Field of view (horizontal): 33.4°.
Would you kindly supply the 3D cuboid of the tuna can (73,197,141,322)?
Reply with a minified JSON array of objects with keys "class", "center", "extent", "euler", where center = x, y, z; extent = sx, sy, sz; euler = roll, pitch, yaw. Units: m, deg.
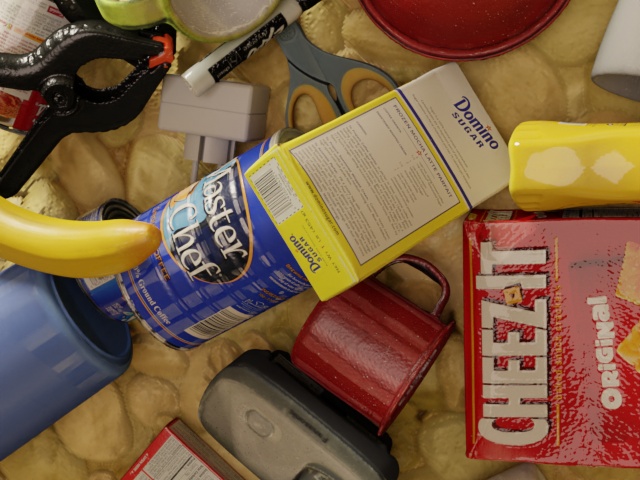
[{"class":"tuna can","center":[-0.143,0.015,0.763],"extent":[0.034,0.086,0.086],"euler":[-26,91,16]}]

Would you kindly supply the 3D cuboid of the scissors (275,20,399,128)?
[{"class":"scissors","center":[-0.002,-0.143,0.746],"extent":[0.096,0.016,0.202],"euler":[-14,94,13]}]

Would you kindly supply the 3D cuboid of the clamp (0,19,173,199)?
[{"class":"clamp","center":[-0.178,-0.093,0.730],"extent":[0.171,0.039,0.120],"euler":[-11,130,2]}]

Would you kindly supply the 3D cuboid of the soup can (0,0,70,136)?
[{"class":"soup can","center":[-0.214,-0.135,0.770],"extent":[0.068,0.068,0.102],"euler":[29,102,8]}]

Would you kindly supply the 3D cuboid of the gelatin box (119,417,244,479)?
[{"class":"gelatin box","center":[-0.102,0.191,0.806],"extent":[0.089,0.030,0.073],"euler":[41,103,5]}]

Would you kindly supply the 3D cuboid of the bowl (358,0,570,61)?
[{"class":"bowl","center":[0.091,-0.200,0.683],"extent":[0.162,0.055,0.162],"euler":[-1,87,11]}]

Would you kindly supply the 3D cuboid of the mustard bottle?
[{"class":"mustard bottle","center":[0.217,-0.048,0.652],"extent":[0.192,0.096,0.058],"euler":[0,93,22]}]

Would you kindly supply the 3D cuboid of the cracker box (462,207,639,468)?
[{"class":"cracker box","center":[0.202,0.062,0.695],"extent":[0.214,0.072,0.164],"euler":[0,97,14]}]

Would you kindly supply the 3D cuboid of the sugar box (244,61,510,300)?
[{"class":"sugar box","center":[0.045,-0.042,0.671],"extent":[0.048,0.175,0.093],"euler":[-33,88,48]}]

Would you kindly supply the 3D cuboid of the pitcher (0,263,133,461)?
[{"class":"pitcher","center":[-0.267,0.100,0.791],"extent":[0.243,0.145,0.149],"euler":[-32,102,11]}]

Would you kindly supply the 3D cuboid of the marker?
[{"class":"marker","center":[-0.042,-0.141,0.722],"extent":[0.121,0.020,0.020],"euler":[-39,87,-8]}]

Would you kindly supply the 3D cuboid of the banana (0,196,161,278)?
[{"class":"banana","center":[-0.189,-0.010,0.708],"extent":[0.198,0.037,0.070],"euler":[20,139,19]}]

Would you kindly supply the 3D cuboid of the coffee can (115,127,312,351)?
[{"class":"coffee can","center":[-0.055,0.001,0.723],"extent":[0.140,0.102,0.103],"euler":[-28,90,22]}]

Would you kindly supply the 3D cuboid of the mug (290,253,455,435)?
[{"class":"mug","center":[0.040,0.062,0.728],"extent":[0.081,0.093,0.117],"euler":[34,90,12]}]
